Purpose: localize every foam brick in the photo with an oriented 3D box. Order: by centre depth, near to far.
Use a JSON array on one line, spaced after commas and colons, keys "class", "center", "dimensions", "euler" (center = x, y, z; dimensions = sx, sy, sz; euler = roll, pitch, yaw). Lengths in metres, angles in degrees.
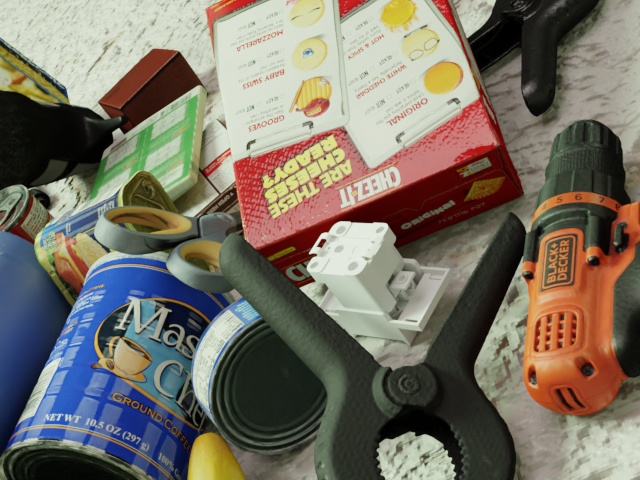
[{"class": "foam brick", "center": [-0.152, -0.131, 0.974], "dimensions": [0.078, 0.051, 0.053], "euler": [-47, 34, -15]}]

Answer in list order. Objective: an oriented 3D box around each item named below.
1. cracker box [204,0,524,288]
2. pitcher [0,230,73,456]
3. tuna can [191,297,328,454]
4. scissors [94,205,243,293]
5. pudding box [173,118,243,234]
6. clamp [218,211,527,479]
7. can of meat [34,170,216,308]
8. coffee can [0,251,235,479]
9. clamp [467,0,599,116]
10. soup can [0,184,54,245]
[{"class": "cracker box", "center": [0.021, -0.095, 0.698], "dimensions": [0.164, 0.072, 0.214], "euler": [-23, 56, 15]}, {"class": "pitcher", "center": [-0.249, 0.090, 0.661], "dimensions": [0.149, 0.145, 0.243], "euler": [-23, 19, 7]}, {"class": "tuna can", "center": [-0.027, 0.072, 0.588], "dimensions": [0.086, 0.086, 0.034], "euler": [-43, 32, -9]}, {"class": "scissors", "center": [-0.054, 0.001, 0.673], "dimensions": [0.096, 0.201, 0.016], "euler": [34, 110, 29]}, {"class": "pudding box", "center": [-0.087, -0.038, 0.816], "dimensions": [0.090, 0.039, 0.114], "euler": [-41, 31, -1]}, {"class": "clamp", "center": [0.030, 0.074, 0.520], "dimensions": [0.164, 0.036, 0.210], "euler": [1, 57, -2]}, {"class": "can of meat", "center": [-0.135, 0.015, 0.741], "dimensions": [0.084, 0.102, 0.057], "euler": [-23, 19, 25]}, {"class": "coffee can", "center": [-0.114, 0.090, 0.631], "dimensions": [0.103, 0.102, 0.140], "euler": [-14, 40, 31]}, {"class": "clamp", "center": [0.147, -0.145, 0.730], "dimensions": [0.171, 0.039, 0.120], "euler": [-50, 40, -11]}, {"class": "soup can", "center": [-0.217, 0.017, 0.812], "dimensions": [0.069, 0.102, 0.068], "euler": [-24, 36, 19]}]
